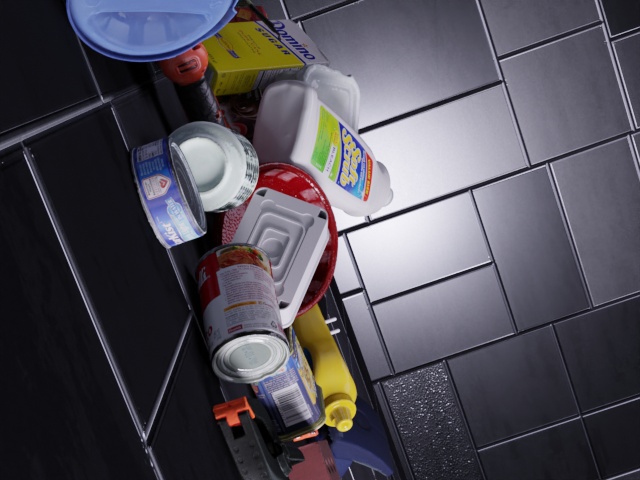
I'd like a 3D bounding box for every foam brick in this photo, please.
[{"bbox_3d":[-0.013,0.221,1.013,0.078,0.051,0.053,53,18,-79],"label":"foam brick"}]

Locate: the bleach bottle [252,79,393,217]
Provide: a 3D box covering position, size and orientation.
[{"bbox_3d":[0.018,-0.092,1.221,0.250,0.068,0.102,25,74,-57],"label":"bleach bottle"}]

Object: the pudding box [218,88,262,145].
[{"bbox_3d":[-0.101,-0.123,1.219,0.113,0.090,0.039,-105,176,-59],"label":"pudding box"}]

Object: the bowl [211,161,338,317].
[{"bbox_3d":[-0.057,0.001,1.096,0.055,0.161,0.162,-3,-67,47],"label":"bowl"}]

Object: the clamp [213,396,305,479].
[{"bbox_3d":[-0.039,0.192,0.867,0.171,0.039,0.120,58,8,-50],"label":"clamp"}]

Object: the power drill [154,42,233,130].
[{"bbox_3d":[-0.136,-0.161,1.091,0.184,0.057,0.187,-119,-175,-50],"label":"power drill"}]

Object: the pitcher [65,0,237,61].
[{"bbox_3d":[-0.163,-0.274,0.843,0.149,0.145,0.243,88,-17,-57],"label":"pitcher"}]

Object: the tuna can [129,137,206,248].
[{"bbox_3d":[-0.121,-0.039,0.860,0.086,0.034,0.086,-20,91,-87],"label":"tuna can"}]

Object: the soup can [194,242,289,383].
[{"bbox_3d":[-0.066,0.061,0.902,0.068,0.068,0.102,67,5,-48],"label":"soup can"}]

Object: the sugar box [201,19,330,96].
[{"bbox_3d":[-0.083,-0.224,1.298,0.093,0.175,0.048,51,-43,27],"label":"sugar box"}]

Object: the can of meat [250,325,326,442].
[{"bbox_3d":[-0.037,0.138,1.062,0.102,0.057,0.084,-101,169,-73],"label":"can of meat"}]

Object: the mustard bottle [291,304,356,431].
[{"bbox_3d":[-0.001,0.157,1.276,0.192,0.058,0.096,-119,-152,-51],"label":"mustard bottle"}]
